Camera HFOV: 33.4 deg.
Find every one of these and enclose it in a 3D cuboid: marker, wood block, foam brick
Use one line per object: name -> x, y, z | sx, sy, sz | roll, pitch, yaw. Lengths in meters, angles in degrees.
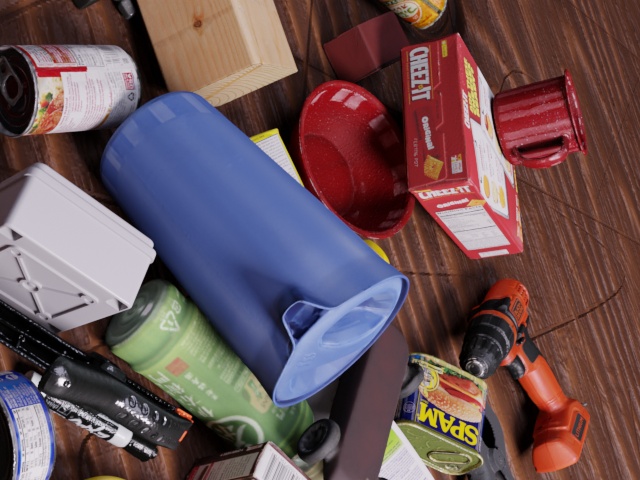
marker -> -0.168, 0.132, 0.786 | 0.121, 0.020, 0.020 | 37, 50, -30
wood block -> -0.108, -0.231, 0.932 | 0.090, 0.091, 0.206 | -12, 82, -67
foam brick -> 0.050, -0.203, 1.131 | 0.078, 0.053, 0.051 | -34, 99, -49

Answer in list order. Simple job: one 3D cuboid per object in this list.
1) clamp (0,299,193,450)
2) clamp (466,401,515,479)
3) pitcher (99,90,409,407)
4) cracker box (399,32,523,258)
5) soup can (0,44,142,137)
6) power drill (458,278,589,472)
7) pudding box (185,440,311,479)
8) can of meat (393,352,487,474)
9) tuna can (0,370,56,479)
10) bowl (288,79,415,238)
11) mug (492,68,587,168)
clamp -> -0.167, 0.094, 0.751 | 0.036, 0.165, 0.209 | -56, 143, -8
clamp -> 0.164, 0.232, 1.076 | 0.120, 0.039, 0.171 | -8, 74, -63
pitcher -> -0.055, 0.001, 0.826 | 0.144, 0.149, 0.243 | -28, 64, -36
cracker box -> 0.149, -0.091, 1.125 | 0.213, 0.072, 0.164 | 39, 45, -59
soup can -> -0.197, -0.117, 0.823 | 0.102, 0.069, 0.068 | -13, 83, -49
power drill -> 0.217, 0.150, 1.138 | 0.187, 0.057, 0.184 | 61, 31, -11
pudding box -> -0.040, 0.211, 0.836 | 0.113, 0.090, 0.039 | 49, 43, -19
can of meat -> 0.110, 0.165, 1.027 | 0.102, 0.058, 0.084 | 27, 52, -18
tuna can -> -0.210, 0.128, 0.694 | 0.033, 0.086, 0.086 | -7, 79, -49
bowl -> 0.021, -0.072, 1.043 | 0.161, 0.055, 0.162 | 20, 60, -40
mug -> 0.232, -0.118, 1.131 | 0.093, 0.082, 0.117 | 58, 28, -42
